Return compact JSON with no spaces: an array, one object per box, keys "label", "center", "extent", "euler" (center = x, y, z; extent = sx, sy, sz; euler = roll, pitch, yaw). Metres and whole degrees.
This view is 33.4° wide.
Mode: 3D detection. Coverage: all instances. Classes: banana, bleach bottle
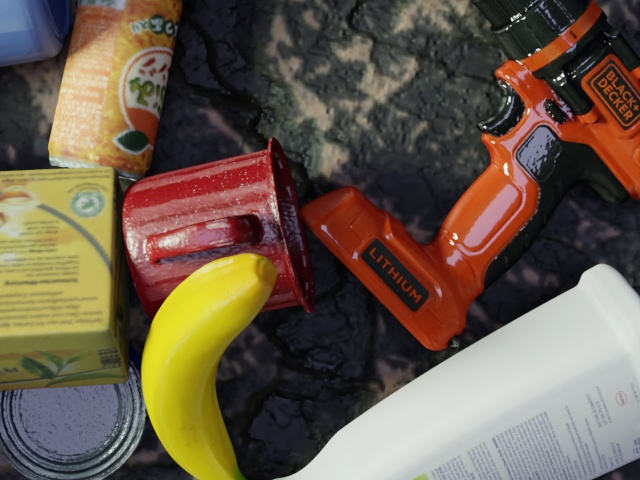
[{"label":"banana","center":[-0.057,0.067,0.533],"extent":[0.069,0.198,0.037],"euler":[10,48,5]},{"label":"bleach bottle","center":[0.058,0.112,0.553],"extent":[0.251,0.068,0.102],"euler":[-26,124,2]}]

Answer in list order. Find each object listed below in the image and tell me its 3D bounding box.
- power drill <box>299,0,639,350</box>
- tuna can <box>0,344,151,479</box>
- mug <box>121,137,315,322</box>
[{"label":"power drill","center":[0.081,-0.050,0.555],"extent":[0.187,0.057,0.184],"euler":[-42,102,3]},{"label":"tuna can","center":[-0.135,0.089,0.583],"extent":[0.086,0.034,0.086],"euler":[0,90,1]},{"label":"mug","center":[-0.054,0.001,0.544],"extent":[0.081,0.117,0.093],"euler":[-12,91,6]}]
